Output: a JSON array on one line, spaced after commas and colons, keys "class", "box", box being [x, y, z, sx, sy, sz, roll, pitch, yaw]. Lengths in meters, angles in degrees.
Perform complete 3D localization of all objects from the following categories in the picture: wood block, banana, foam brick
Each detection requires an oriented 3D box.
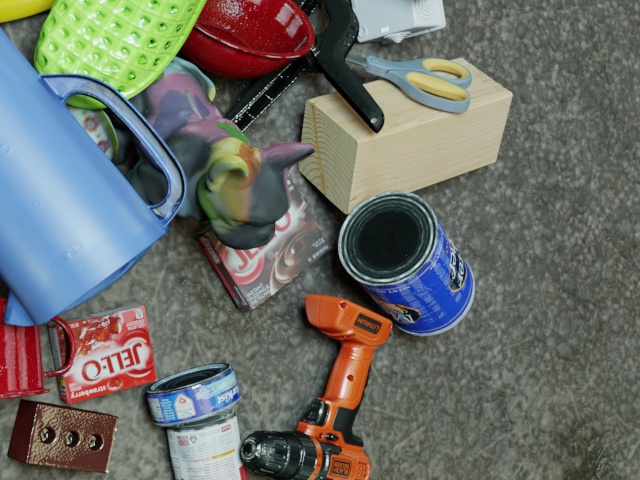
[{"class": "wood block", "box": [0.089, -0.113, 1.113, 0.205, 0.090, 0.091, -20, 136, -30]}, {"class": "banana", "box": [-0.266, -0.216, 0.921, 0.197, 0.070, 0.037, -31, 90, -43]}, {"class": "foam brick", "box": [-0.228, 0.173, 0.947, 0.078, 0.051, 0.053, 15, 80, -30]}]

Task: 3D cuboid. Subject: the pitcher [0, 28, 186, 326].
[{"class": "pitcher", "box": [-0.233, -0.067, 0.853, 0.243, 0.145, 0.149, 54, 41, -6]}]

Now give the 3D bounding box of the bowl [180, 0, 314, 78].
[{"class": "bowl", "box": [-0.089, -0.204, 1.017, 0.162, 0.055, 0.162, 20, 36, -16]}]

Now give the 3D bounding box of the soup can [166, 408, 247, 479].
[{"class": "soup can", "box": [-0.105, 0.217, 1.013, 0.068, 0.069, 0.102, -12, 94, -31]}]

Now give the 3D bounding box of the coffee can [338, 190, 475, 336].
[{"class": "coffee can", "box": [0.090, 0.026, 1.085, 0.102, 0.103, 0.140, -66, 149, -16]}]

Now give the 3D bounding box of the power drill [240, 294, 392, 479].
[{"class": "power drill", "box": [0.001, 0.152, 1.062, 0.184, 0.057, 0.187, 27, 74, -52]}]

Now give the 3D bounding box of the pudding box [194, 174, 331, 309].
[{"class": "pudding box", "box": [-0.057, 0.001, 1.066, 0.113, 0.039, 0.090, -38, 107, -27]}]

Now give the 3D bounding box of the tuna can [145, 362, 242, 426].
[{"class": "tuna can", "box": [-0.119, 0.143, 0.996, 0.086, 0.086, 0.034, -18, 96, -31]}]

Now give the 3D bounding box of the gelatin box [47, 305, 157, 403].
[{"class": "gelatin box", "box": [-0.199, 0.103, 0.980, 0.089, 0.030, 0.073, -11, 94, -31]}]

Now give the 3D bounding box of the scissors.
[{"class": "scissors", "box": [0.071, -0.185, 1.107, 0.096, 0.202, 0.016, -40, 151, -47]}]

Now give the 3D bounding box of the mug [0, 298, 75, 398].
[{"class": "mug", "box": [-0.266, 0.091, 0.904, 0.117, 0.093, 0.081, -3, 85, -21]}]

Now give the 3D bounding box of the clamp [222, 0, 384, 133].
[{"class": "clamp", "box": [-0.002, -0.181, 1.058, 0.036, 0.165, 0.210, 65, 34, -55]}]
